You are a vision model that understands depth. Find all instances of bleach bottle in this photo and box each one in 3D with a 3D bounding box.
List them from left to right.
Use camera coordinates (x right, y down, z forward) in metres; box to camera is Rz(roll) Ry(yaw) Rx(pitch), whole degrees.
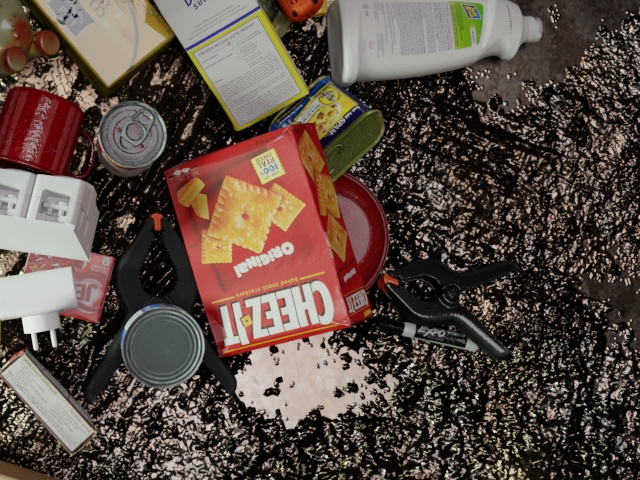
[{"bbox_3d":[0.136,-0.232,1.226,0.250,0.068,0.102,-4,88,-16],"label":"bleach bottle"}]

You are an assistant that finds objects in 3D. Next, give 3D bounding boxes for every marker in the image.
[{"bbox_3d":[0.124,0.108,1.228,0.121,0.020,0.020,13,84,-13],"label":"marker"}]

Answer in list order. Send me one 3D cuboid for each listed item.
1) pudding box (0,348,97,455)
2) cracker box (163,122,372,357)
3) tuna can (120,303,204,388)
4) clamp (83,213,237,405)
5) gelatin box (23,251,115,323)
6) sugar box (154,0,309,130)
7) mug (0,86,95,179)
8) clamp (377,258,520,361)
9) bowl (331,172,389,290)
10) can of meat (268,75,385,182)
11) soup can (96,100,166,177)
[{"bbox_3d":[-0.280,0.163,1.093,0.039,0.090,0.113,-44,98,-12],"label":"pudding box"},{"bbox_3d":[-0.057,0.001,1.122,0.164,0.072,0.214,-16,91,25],"label":"cracker box"},{"bbox_3d":[-0.165,0.109,1.116,0.086,0.034,0.086,-1,95,-14],"label":"tuna can"},{"bbox_3d":[-0.183,0.078,1.147,0.164,0.036,0.210,-9,93,-14],"label":"clamp"},{"bbox_3d":[-0.269,0.043,1.131,0.089,0.030,0.073,15,85,-12],"label":"gelatin box"},{"bbox_3d":[-0.094,-0.211,1.131,0.093,0.048,0.176,-28,120,5],"label":"sugar box"},{"bbox_3d":[-0.285,-0.104,1.111,0.117,0.093,0.081,23,76,-38],"label":"mug"},{"bbox_3d":[0.150,0.075,1.221,0.171,0.039,0.120,4,65,-10],"label":"clamp"},{"bbox_3d":[0.007,-0.005,1.187,0.162,0.055,0.162,1,87,-13],"label":"bowl"},{"bbox_3d":[0.005,-0.122,1.174,0.102,0.057,0.084,-42,61,-13],"label":"can of meat"},{"bbox_3d":[-0.200,-0.104,1.118,0.068,0.102,0.068,1,87,-14],"label":"soup can"}]
